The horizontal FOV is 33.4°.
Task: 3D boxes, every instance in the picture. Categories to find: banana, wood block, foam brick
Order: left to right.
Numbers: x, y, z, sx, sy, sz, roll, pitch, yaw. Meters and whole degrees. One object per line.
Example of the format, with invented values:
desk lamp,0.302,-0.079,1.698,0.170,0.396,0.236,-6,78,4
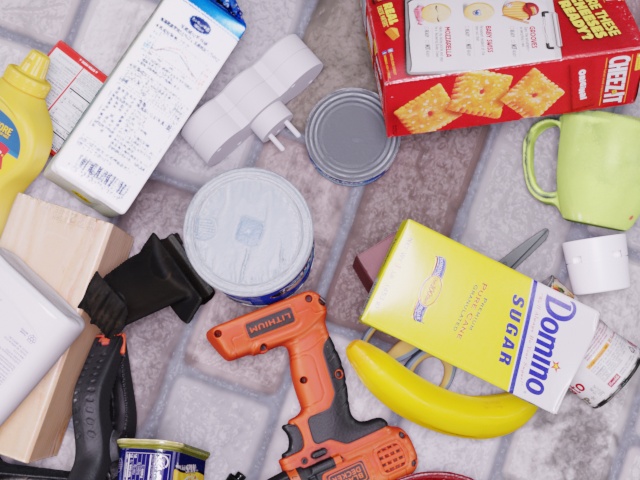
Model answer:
wood block,-0.244,0.075,0.917,0.090,0.091,0.206,18,84,4
foam brick,0.064,0.026,0.927,0.053,0.078,0.051,-31,83,-6
banana,0.110,0.133,0.915,0.197,0.037,0.069,11,69,-20

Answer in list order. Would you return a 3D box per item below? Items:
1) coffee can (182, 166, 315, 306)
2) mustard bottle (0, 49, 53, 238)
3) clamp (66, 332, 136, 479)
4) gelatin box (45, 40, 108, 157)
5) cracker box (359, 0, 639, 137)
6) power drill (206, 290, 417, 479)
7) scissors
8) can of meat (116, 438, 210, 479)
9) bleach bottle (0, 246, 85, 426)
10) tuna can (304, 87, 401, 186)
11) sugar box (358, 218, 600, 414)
coffee can,-0.056,0.001,0.899,0.103,0.140,0.103,0,83,0
mustard bottle,-0.286,-0.078,0.928,0.096,0.058,0.192,34,100,19
clamp,-0.184,0.177,0.884,0.036,0.164,0.210,-5,74,10
gelatin box,-0.234,-0.124,0.972,0.073,0.030,0.089,38,85,3
cracker box,0.149,-0.178,0.922,0.213,0.072,0.164,-8,50,-1
power drill,-0.030,0.151,0.917,0.184,0.057,0.187,-22,86,-12
scissors,0.133,0.073,0.952,0.201,0.016,0.096,-25,85,-2
can of meat,-0.133,0.213,0.886,0.057,0.102,0.084,0,73,13
bleach bottle,-0.304,0.128,0.836,0.102,0.068,0.251,42,88,6
tuna can,0.029,-0.092,0.963,0.086,0.034,0.086,0,83,0
sugar box,0.128,0.061,0.864,0.176,0.048,0.093,25,88,0
